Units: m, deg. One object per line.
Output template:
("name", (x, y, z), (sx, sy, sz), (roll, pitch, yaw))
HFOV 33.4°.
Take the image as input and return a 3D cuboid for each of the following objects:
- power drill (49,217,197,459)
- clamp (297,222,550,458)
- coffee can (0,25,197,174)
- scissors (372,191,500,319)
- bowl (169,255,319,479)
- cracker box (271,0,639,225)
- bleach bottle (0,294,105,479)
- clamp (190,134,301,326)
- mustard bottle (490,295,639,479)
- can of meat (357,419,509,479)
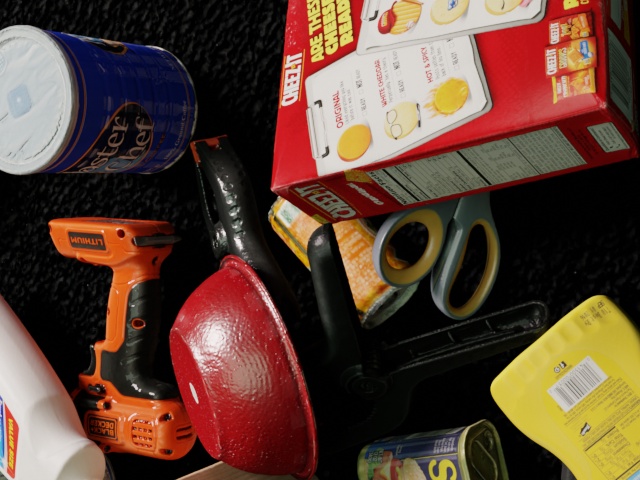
("power drill", (-0.176, 0.076, 0.856), (0.185, 0.057, 0.188), (2, 96, 34))
("clamp", (0.042, 0.083, 0.709), (0.164, 0.036, 0.210), (16, 133, -10))
("coffee can", (-0.174, -0.100, 0.793), (0.103, 0.140, 0.103), (2, 94, 30))
("scissors", (0.087, -0.048, 0.686), (0.016, 0.096, 0.202), (-148, 62, -70))
("bowl", (-0.060, 0.094, 0.717), (0.162, 0.055, 0.162), (-18, 90, 71))
("cracker box", (0.081, -0.109, 0.653), (0.214, 0.072, 0.164), (-12, 60, 31))
("bleach bottle", (-0.240, 0.123, 0.837), (0.251, 0.067, 0.103), (40, 120, 30))
("clamp", (-0.055, 0.001, 0.763), (0.120, 0.039, 0.171), (-31, 75, 64))
("mustard bottle", (0.197, 0.132, 0.636), (0.096, 0.058, 0.192), (-43, 72, 12))
("can of meat", (0.079, 0.177, 0.712), (0.084, 0.057, 0.102), (-15, 86, 32))
